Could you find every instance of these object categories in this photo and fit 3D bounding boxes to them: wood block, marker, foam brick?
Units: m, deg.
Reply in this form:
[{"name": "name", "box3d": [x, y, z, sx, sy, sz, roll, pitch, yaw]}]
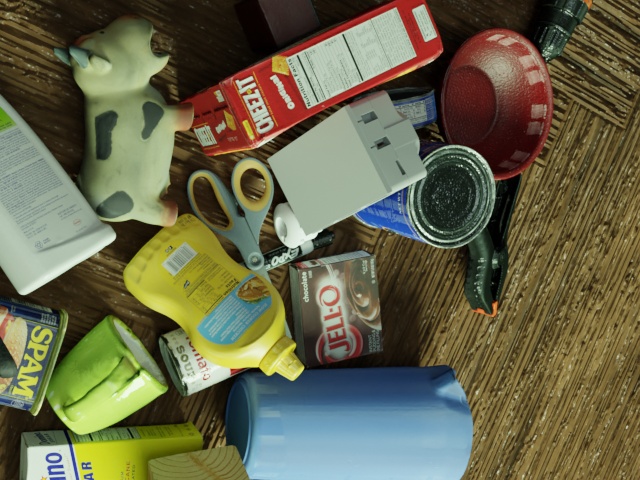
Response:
[{"name": "wood block", "box3d": [-0.118, 0.317, 1.063, 0.090, 0.091, 0.206, -7, 123, -20]}, {"name": "marker", "box3d": [-0.039, 0.015, 1.120, 0.121, 0.020, 0.020, -22, 107, -18]}, {"name": "foam brick", "box3d": [-0.043, -0.220, 1.046, 0.053, 0.078, 0.051, -29, 106, -16]}]

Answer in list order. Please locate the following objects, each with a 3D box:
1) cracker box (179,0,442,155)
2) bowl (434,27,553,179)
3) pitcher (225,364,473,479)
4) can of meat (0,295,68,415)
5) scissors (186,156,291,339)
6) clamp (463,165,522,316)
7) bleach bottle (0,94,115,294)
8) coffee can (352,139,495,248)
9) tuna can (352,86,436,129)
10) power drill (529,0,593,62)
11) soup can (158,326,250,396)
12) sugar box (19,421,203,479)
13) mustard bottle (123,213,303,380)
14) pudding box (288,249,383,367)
[{"name": "cracker box", "box3d": [-0.011, -0.155, 1.020, 0.213, 0.164, 0.072, -28, 100, -17]}, {"name": "bowl", "box3d": [0.177, -0.147, 1.156, 0.161, 0.055, 0.162, -4, 97, -33]}, {"name": "pitcher", "box3d": [0.025, 0.203, 1.131, 0.242, 0.145, 0.149, 4, 86, -20]}, {"name": "can of meat", "box3d": [-0.296, 0.104, 1.007, 0.083, 0.057, 0.102, 18, 91, -22]}, {"name": "scissors", "box3d": [-0.057, 0.001, 1.091, 0.096, 0.016, 0.201, -39, 101, -8]}, {"name": "clamp", "box3d": [0.191, 0.004, 1.187, 0.120, 0.039, 0.171, -41, 142, -34]}, {"name": "bleach bottle", "box3d": [-0.293, -0.081, 0.953, 0.102, 0.068, 0.251, -36, 96, -43]}, {"name": "coffee can", "box3d": [0.098, -0.054, 1.098, 0.102, 0.140, 0.103, -5, 102, -25]}, {"name": "tuna can", "box3d": [0.077, -0.135, 1.107, 0.086, 0.086, 0.034, -15, 107, -20]}, {"name": "power drill", "box3d": [0.228, -0.311, 1.158, 0.187, 0.057, 0.184, 29, 84, -27]}, {"name": "soup can", "box3d": [-0.105, 0.108, 1.082, 0.102, 0.069, 0.068, -22, 107, -18]}, {"name": "sugar box", "box3d": [-0.210, 0.236, 1.071, 0.176, 0.048, 0.093, -1, 103, -25]}, {"name": "mustard bottle", "box3d": [-0.092, 0.066, 1.032, 0.192, 0.058, 0.096, 40, 67, 12]}, {"name": "pudding box", "box3d": [0.016, 0.072, 1.143, 0.089, 0.039, 0.113, -11, 103, -21]}]
